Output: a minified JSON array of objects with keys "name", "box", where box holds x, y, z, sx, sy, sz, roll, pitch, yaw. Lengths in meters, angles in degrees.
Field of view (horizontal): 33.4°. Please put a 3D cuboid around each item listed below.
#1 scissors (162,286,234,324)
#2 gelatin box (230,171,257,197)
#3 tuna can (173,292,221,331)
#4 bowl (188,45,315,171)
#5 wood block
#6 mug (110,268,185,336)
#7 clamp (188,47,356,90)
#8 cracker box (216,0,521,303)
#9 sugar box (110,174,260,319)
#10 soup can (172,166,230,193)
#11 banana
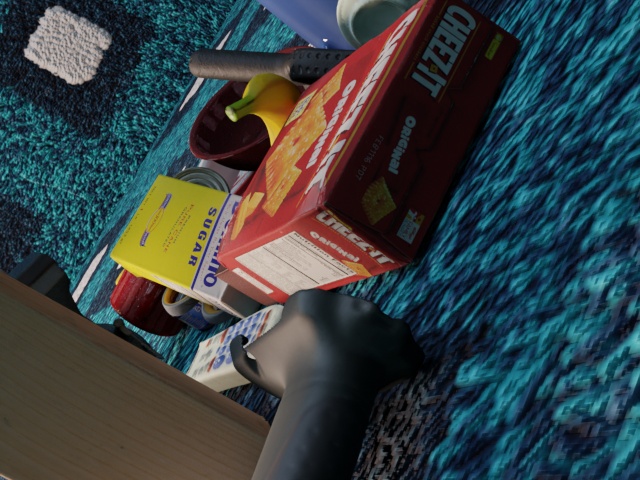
[{"name":"scissors","box":[-0.056,0.001,0.954,0.201,0.016,0.096,-42,41,-8]},{"name":"gelatin box","box":[-0.059,-0.079,1.125,0.073,0.030,0.089,-40,23,48]},{"name":"tuna can","box":[-0.106,0.043,1.017,0.086,0.033,0.086,-53,15,20]},{"name":"bowl","box":[-0.050,-0.120,1.061,0.162,0.055,0.162,-26,34,19]},{"name":"wood block","box":[-0.135,0.104,0.631,0.091,0.206,0.090,-60,13,-4]},{"name":"mug","box":[-0.165,0.049,1.096,0.081,0.093,0.117,-60,6,12]},{"name":"clamp","box":[0.010,-0.137,0.884,0.210,0.164,0.036,10,95,53]},{"name":"cracker box","box":[0.020,-0.054,0.707,0.164,0.072,0.214,-63,15,-19]},{"name":"sugar box","box":[-0.103,0.002,0.926,0.177,0.048,0.093,14,72,49]},{"name":"soup can","box":[-0.116,-0.026,1.062,0.068,0.068,0.102,-62,-9,-13]},{"name":"banana","box":[-0.034,-0.081,0.865,0.069,0.037,0.197,-43,-25,-10]}]
